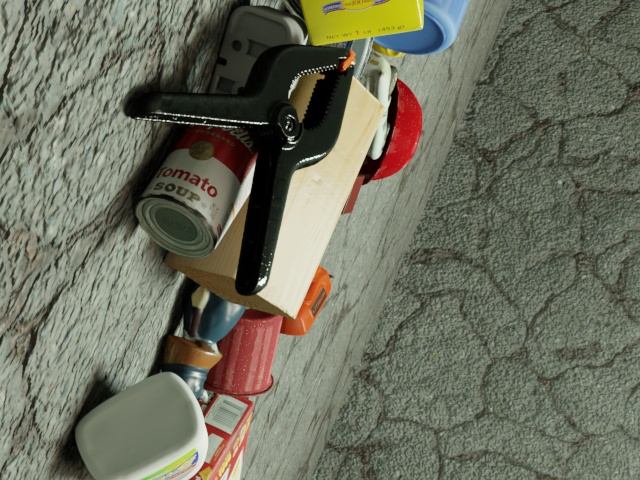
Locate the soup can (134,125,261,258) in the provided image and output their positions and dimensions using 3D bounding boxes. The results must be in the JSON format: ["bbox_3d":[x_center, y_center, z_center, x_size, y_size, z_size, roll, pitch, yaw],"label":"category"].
[{"bbox_3d":[-0.087,-0.045,0.803,0.068,0.068,0.102,98,17,-54],"label":"soup can"}]

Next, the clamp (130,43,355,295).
[{"bbox_3d":[-0.042,-0.087,0.778,0.164,0.036,0.209,56,52,-31],"label":"clamp"}]

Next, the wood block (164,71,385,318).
[{"bbox_3d":[-0.037,-0.049,0.921,0.090,0.091,0.206,37,70,-44],"label":"wood block"}]

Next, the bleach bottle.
[{"bbox_3d":[-0.139,0.181,0.946,0.102,0.068,0.251,-28,165,-6],"label":"bleach bottle"}]

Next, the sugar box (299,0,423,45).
[{"bbox_3d":[0.019,-0.226,0.787,0.176,0.093,0.048,69,17,-53],"label":"sugar box"}]

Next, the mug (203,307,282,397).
[{"bbox_3d":[-0.088,0.097,1.092,0.117,0.093,0.081,-125,-136,-63],"label":"mug"}]

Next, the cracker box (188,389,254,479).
[{"bbox_3d":[-0.148,0.287,1.185,0.164,0.072,0.214,-59,167,-45],"label":"cracker box"}]

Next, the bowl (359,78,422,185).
[{"bbox_3d":[0.095,-0.149,1.448,0.162,0.055,0.162,-168,-90,-72],"label":"bowl"}]
